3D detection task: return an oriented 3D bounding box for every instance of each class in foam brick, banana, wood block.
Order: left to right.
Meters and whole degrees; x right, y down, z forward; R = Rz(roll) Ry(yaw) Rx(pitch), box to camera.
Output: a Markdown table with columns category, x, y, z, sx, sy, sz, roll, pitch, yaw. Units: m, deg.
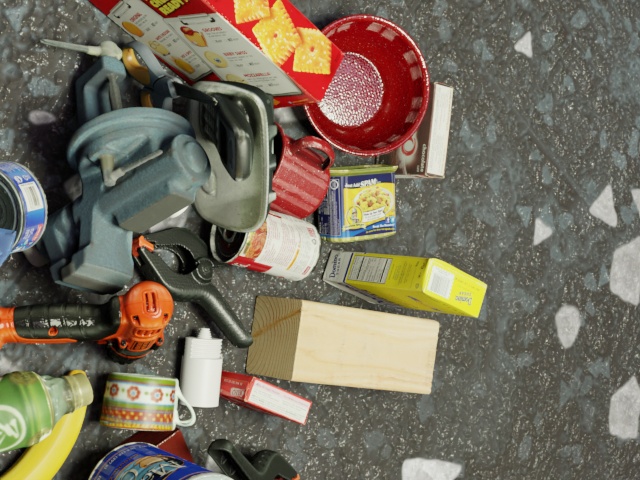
| category | x | y | z | sx | sy | sz | roll | pitch | yaw |
| --- | --- | --- | --- | --- | --- | --- | --- | --- | --- |
| banana | -0.285 | 0.211 | 1.024 | 0.197 | 0.037 | 0.069 | -43 | 117 | -28 |
| foam brick | -0.178 | 0.231 | 1.099 | 0.078 | 0.051 | 0.053 | -31 | 111 | -32 |
| wood block | 0.028 | 0.121 | 1.228 | 0.205 | 0.091 | 0.090 | 12 | 84 | -37 |

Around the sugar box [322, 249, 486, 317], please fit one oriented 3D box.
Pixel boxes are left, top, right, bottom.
| category | x | y | z | sx | sy | sz | roll | pitch | yaw |
| --- | --- | --- | --- | --- | --- | --- | --- | --- | --- |
| sugar box | 0.092 | 0.049 | 1.220 | 0.093 | 0.177 | 0.048 | 26 | 74 | -35 |

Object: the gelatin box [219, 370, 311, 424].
| category | x | y | z | sx | sy | sz | roll | pitch | yaw |
| --- | --- | --- | --- | --- | --- | --- | --- | --- | --- |
| gelatin box | -0.066 | 0.172 | 1.168 | 0.089 | 0.073 | 0.030 | 28 | 75 | -35 |

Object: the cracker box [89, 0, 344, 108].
| category | x | y | z | sx | sy | sz | roll | pitch | yaw |
| --- | --- | --- | --- | --- | --- | --- | --- | --- | --- |
| cracker box | -0.106 | -0.217 | 1.064 | 0.213 | 0.164 | 0.072 | 39 | 67 | -32 |

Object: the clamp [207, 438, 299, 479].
| category | x | y | z | sx | sy | sz | roll | pitch | yaw |
| --- | --- | --- | --- | --- | --- | --- | --- | --- | --- |
| clamp | -0.070 | 0.266 | 1.126 | 0.209 | 0.036 | 0.164 | -24 | 113 | -71 |

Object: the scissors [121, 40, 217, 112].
| category | x | y | z | sx | sy | sz | roll | pitch | yaw |
| --- | --- | --- | --- | --- | --- | --- | --- | --- | --- |
| scissors | -0.142 | -0.134 | 1.033 | 0.016 | 0.202 | 0.096 | -26 | 131 | -22 |

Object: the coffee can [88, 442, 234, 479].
| category | x | y | z | sx | sy | sz | roll | pitch | yaw |
| --- | --- | --- | --- | --- | --- | --- | --- | --- | --- |
| coffee can | -0.145 | 0.254 | 1.002 | 0.102 | 0.141 | 0.103 | -3 | 96 | -38 |

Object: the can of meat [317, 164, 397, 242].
| category | x | y | z | sx | sy | sz | roll | pitch | yaw |
| --- | --- | --- | --- | --- | --- | --- | --- | --- | --- |
| can of meat | 0.043 | -0.045 | 1.254 | 0.101 | 0.058 | 0.084 | -7 | 99 | -37 |

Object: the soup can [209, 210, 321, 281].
| category | x | y | z | sx | sy | sz | roll | pitch | yaw |
| --- | --- | --- | --- | --- | --- | --- | --- | --- | --- |
| soup can | -0.057 | 0.001 | 1.138 | 0.102 | 0.069 | 0.068 | 17 | 82 | -38 |

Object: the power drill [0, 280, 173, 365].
| category | x | y | z | sx | sy | sz | roll | pitch | yaw |
| --- | --- | --- | --- | --- | --- | --- | --- | --- | --- |
| power drill | -0.240 | 0.085 | 0.996 | 0.187 | 0.185 | 0.057 | -4 | 71 | -20 |

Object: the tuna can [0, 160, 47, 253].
| category | x | y | z | sx | sy | sz | roll | pitch | yaw |
| --- | --- | --- | --- | --- | --- | --- | --- | --- | --- |
| tuna can | -0.294 | -0.029 | 0.973 | 0.033 | 0.086 | 0.086 | -24 | 108 | -63 |

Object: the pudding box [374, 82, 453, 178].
| category | x | y | z | sx | sy | sz | roll | pitch | yaw |
| --- | --- | --- | --- | --- | --- | --- | --- | --- | --- |
| pudding box | 0.111 | -0.131 | 1.282 | 0.039 | 0.090 | 0.113 | 4 | 90 | -39 |

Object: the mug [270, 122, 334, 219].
| category | x | y | z | sx | sy | sz | roll | pitch | yaw |
| --- | --- | --- | --- | --- | --- | --- | --- | --- | --- |
| mug | -0.035 | -0.077 | 1.160 | 0.081 | 0.117 | 0.093 | 27 | 44 | -40 |

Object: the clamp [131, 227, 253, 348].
| category | x | y | z | sx | sy | sz | roll | pitch | yaw |
| --- | --- | --- | --- | --- | --- | --- | --- | --- | --- |
| clamp | -0.127 | 0.045 | 1.130 | 0.171 | 0.039 | 0.120 | 16 | 60 | -34 |

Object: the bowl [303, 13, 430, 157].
| category | x | y | z | sx | sy | sz | roll | pitch | yaw |
| --- | --- | --- | --- | --- | --- | --- | --- | --- | --- |
| bowl | 0.043 | -0.177 | 1.235 | 0.161 | 0.055 | 0.162 | -1 | 92 | -21 |
